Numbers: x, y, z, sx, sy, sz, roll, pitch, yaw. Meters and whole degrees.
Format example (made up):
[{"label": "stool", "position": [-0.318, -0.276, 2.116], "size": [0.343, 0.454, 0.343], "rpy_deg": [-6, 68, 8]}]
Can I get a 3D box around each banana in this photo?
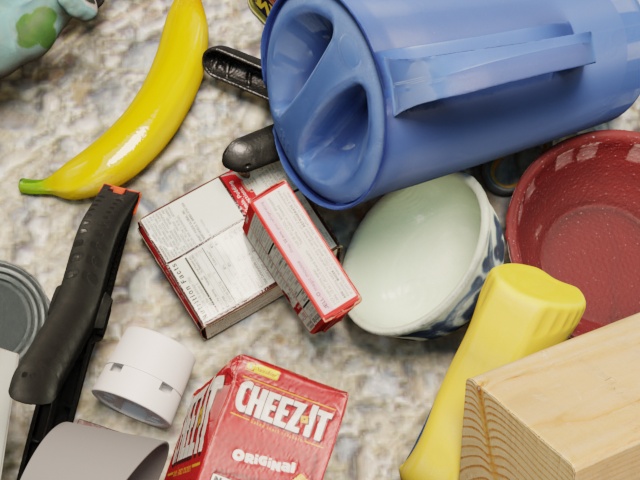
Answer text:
[{"label": "banana", "position": [-0.129, -0.097, 0.760], "size": [0.069, 0.037, 0.197], "rpy_deg": [35, 73, 9]}]

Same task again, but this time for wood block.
[{"label": "wood block", "position": [0.189, 0.103, 0.608], "size": [0.205, 0.091, 0.090], "rpy_deg": [-17, 33, -25]}]

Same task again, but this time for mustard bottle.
[{"label": "mustard bottle", "position": [0.095, 0.110, 0.656], "size": [0.058, 0.096, 0.192], "rpy_deg": [28, 105, 20]}]

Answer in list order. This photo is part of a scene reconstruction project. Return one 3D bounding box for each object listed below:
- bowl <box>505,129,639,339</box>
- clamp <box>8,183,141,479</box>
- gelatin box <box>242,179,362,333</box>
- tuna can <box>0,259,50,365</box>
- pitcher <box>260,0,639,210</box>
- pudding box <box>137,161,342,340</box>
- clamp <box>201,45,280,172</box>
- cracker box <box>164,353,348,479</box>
[{"label": "bowl", "position": [0.201, 0.008, 0.730], "size": [0.162, 0.055, 0.162], "rpy_deg": [1, 71, -3]}, {"label": "clamp", "position": [-0.150, 0.045, 0.659], "size": [0.036, 0.165, 0.210], "rpy_deg": [15, 61, -5]}, {"label": "gelatin box", "position": [-0.013, 0.013, 0.669], "size": [0.030, 0.073, 0.089], "rpy_deg": [-32, 84, -12]}, {"label": "tuna can", "position": [-0.218, 0.057, 0.703], "size": [0.086, 0.034, 0.086], "rpy_deg": [1, 71, -3]}, {"label": "pitcher", "position": [0.098, -0.107, 0.671], "size": [0.242, 0.145, 0.149], "rpy_deg": [-16, 53, -30]}, {"label": "pudding box", "position": [-0.055, 0.001, 0.729], "size": [0.113, 0.039, 0.090], "rpy_deg": [-30, 76, -11]}, {"label": "clamp", "position": [0.001, -0.083, 0.740], "size": [0.171, 0.039, 0.120], "rpy_deg": [6, 50, -10]}, {"label": "cracker box", "position": [-0.068, 0.181, 0.595], "size": [0.072, 0.164, 0.213], "rpy_deg": [22, 71, -9]}]
